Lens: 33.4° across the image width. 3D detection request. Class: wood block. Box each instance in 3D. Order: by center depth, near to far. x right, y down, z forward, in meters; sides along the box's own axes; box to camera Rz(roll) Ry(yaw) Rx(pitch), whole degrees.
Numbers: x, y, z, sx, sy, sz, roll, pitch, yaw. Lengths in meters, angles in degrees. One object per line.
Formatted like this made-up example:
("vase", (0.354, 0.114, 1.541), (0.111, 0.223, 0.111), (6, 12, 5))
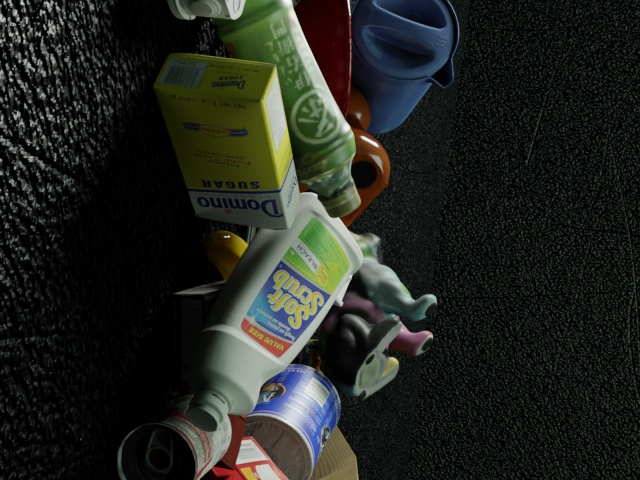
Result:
("wood block", (-0.007, 0.320, 1.391), (0.090, 0.090, 0.206), (56, -17, 36))

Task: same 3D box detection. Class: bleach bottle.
("bleach bottle", (-0.046, 0.070, 0.933), (0.102, 0.068, 0.250), (54, 41, -24))

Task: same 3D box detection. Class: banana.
("banana", (-0.083, 0.045, 1.061), (0.198, 0.037, 0.069), (84, 18, -47))

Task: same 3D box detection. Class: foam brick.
("foam brick", (-0.107, 0.180, 1.000), (0.078, 0.053, 0.051), (66, 34, -66))

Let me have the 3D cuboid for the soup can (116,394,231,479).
("soup can", (-0.120, 0.173, 0.898), (0.102, 0.068, 0.068), (-26, 123, -76))

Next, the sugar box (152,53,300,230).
("sugar box", (-0.074, -0.077, 0.892), (0.176, 0.093, 0.048), (80, 23, -53))

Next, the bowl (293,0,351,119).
("bowl", (-0.004, -0.205, 1.159), (0.162, 0.055, 0.162), (178, -90, -84))

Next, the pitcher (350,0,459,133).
("pitcher", (0.079, -0.232, 1.368), (0.243, 0.145, 0.149), (117, -26, -75))

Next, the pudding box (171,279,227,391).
("pudding box", (-0.089, 0.084, 0.972), (0.113, 0.039, 0.090), (-9, 101, -58))

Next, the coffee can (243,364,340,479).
("coffee can", (-0.042, 0.214, 1.203), (0.140, 0.103, 0.103), (-50, 146, -68))
